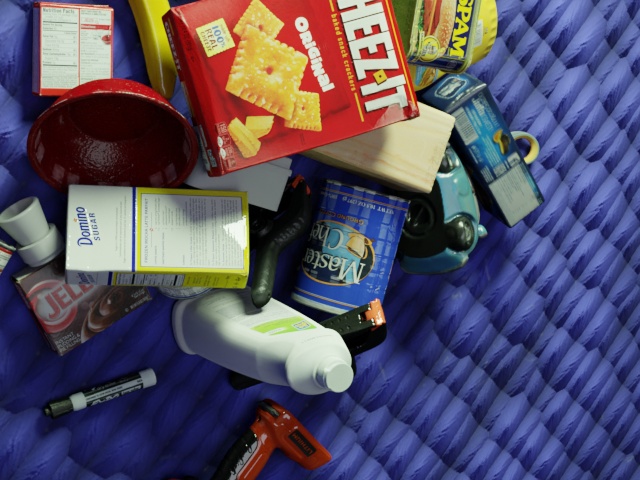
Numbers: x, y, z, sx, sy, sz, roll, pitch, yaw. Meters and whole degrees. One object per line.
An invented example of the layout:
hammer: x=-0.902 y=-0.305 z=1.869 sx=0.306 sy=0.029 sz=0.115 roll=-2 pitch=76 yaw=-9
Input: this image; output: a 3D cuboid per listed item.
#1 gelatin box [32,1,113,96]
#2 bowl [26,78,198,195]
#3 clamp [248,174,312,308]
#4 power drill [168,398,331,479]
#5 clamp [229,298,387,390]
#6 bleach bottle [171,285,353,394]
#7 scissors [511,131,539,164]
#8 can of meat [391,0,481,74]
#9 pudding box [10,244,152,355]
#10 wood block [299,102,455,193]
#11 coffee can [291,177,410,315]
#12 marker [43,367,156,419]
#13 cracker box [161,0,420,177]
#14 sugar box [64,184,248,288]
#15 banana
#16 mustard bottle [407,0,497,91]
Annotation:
gelatin box: x=-0.239 y=-0.184 z=1.031 sx=0.073 sy=0.030 sz=0.089 roll=-4 pitch=102 yaw=-30
bowl: x=-0.199 y=-0.105 z=1.029 sx=0.161 sy=0.162 sz=0.055 roll=21 pitch=46 yaw=-33
clamp: x=-0.057 y=0.001 z=1.135 sx=0.171 sy=0.120 sz=0.039 roll=-48 pitch=141 yaw=-18
power drill: x=-0.076 y=0.290 z=1.217 sx=0.187 sy=0.057 sz=0.184 roll=-46 pitch=120 yaw=-15
clamp: x=0.017 y=0.119 z=1.176 sx=0.164 sy=0.210 sz=0.036 roll=3 pitch=63 yaw=-38
bleach bottle: x=-0.054 y=0.105 z=1.075 sx=0.102 sy=0.251 sz=0.068 roll=-17 pitch=109 yaw=-28
scissors: x=0.206 y=-0.129 z=1.323 sx=0.096 sy=0.016 sz=0.201 roll=-51 pitch=122 yaw=-9
can of meat: x=0.114 y=-0.229 z=1.113 sx=0.083 sy=0.058 sz=0.102 roll=2 pitch=102 yaw=-35
pudding box: x=-0.240 y=0.048 z=1.075 sx=0.113 sy=0.039 sz=0.090 roll=-34 pitch=115 yaw=-22
wood block: x=0.025 y=-0.126 z=1.143 sx=0.205 sy=0.091 sz=0.090 roll=19 pitch=89 yaw=-19
coffee can: x=0.034 y=0.010 z=1.197 sx=0.102 sy=0.103 sz=0.140 roll=13 pitch=93 yaw=-33
marker: x=-0.231 y=0.161 z=1.118 sx=0.120 sy=0.020 sz=0.020 roll=-17 pitch=109 yaw=-28
cracker box: x=-0.027 y=-0.168 z=1.033 sx=0.213 sy=0.072 sz=0.164 roll=-18 pitch=99 yaw=-14
sugar box: x=-0.159 y=-0.003 z=1.044 sx=0.176 sy=0.048 sz=0.093 roll=2 pitch=66 yaw=-10
banana: x=-0.180 y=-0.235 z=1.046 sx=0.069 sy=0.037 sz=0.197 roll=-49 pitch=127 yaw=-35
mustard bottle: x=0.117 y=-0.222 z=1.211 sx=0.191 sy=0.058 sz=0.096 roll=-30 pitch=136 yaw=-29
